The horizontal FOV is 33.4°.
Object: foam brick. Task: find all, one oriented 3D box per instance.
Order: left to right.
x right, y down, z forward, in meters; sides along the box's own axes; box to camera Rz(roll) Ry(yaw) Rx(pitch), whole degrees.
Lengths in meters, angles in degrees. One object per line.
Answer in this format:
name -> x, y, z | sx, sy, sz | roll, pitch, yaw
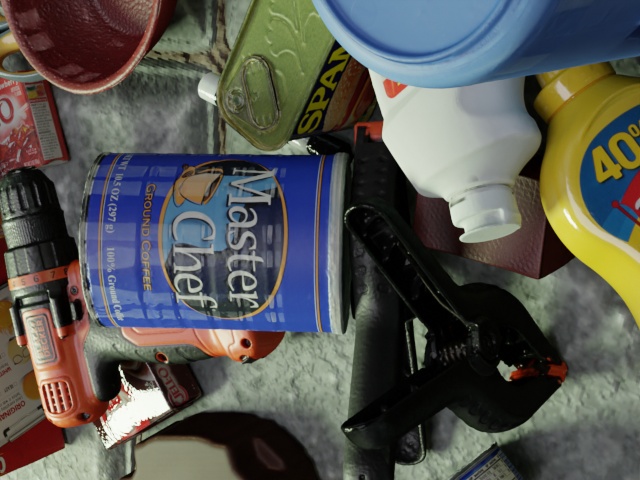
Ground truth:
foam brick -> 0.096, -0.018, 0.571 | 0.078, 0.051, 0.053 | 17, 111, 33

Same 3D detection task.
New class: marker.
marker -> -0.028, -0.075, 0.673 | 0.121, 0.020, 0.020 | 30, 118, 28

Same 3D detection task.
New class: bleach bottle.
bleach bottle -> 0.062, -0.125, 0.519 | 0.103, 0.067, 0.251 | -23, 71, 40

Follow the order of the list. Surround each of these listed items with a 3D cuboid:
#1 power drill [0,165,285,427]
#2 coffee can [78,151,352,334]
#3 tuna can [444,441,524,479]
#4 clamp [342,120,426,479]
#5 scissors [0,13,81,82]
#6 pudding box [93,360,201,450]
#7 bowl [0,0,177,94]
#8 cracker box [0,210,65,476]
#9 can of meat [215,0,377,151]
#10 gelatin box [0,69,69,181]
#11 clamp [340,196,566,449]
power drill -> -0.126, 0.025, 0.720 | 0.188, 0.057, 0.184 | -12, 93, 23
coffee can -> -0.054, 0.001, 0.608 | 0.140, 0.102, 0.103 | 1, 104, 5
tuna can -> 0.077, 0.154, 0.609 | 0.034, 0.085, 0.086 | 52, 126, 13
clamp -> 0.034, 0.038, 0.587 | 0.036, 0.164, 0.210 | -2, 92, 11
scissors -> -0.272, -0.144, 0.789 | 0.202, 0.016, 0.096 | -9, 80, 9
pudding box -> -0.150, 0.089, 0.796 | 0.090, 0.039, 0.113 | -35, 79, 38
bowl -> -0.145, -0.181, 0.713 | 0.162, 0.055, 0.162 | 11, 108, 35
cracker box -> -0.305, 0.088, 0.836 | 0.072, 0.163, 0.214 | -6, 98, 40
can of meat -> 0.000, -0.106, 0.602 | 0.057, 0.083, 0.102 | 40, 123, 23
gelatin box -> -0.241, -0.087, 0.827 | 0.089, 0.030, 0.073 | -11, 95, 39
clamp -> 0.067, 0.063, 0.540 | 0.039, 0.171, 0.120 | -12, 58, 46
